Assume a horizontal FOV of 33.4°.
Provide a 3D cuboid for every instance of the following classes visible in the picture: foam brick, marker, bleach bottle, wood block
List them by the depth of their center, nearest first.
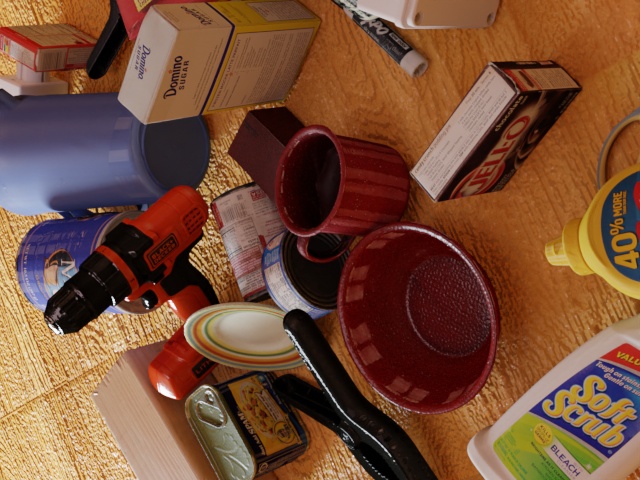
[{"bbox_3d":[0.217,0.107,0.783,0.103,0.067,0.251,50,125,24],"label":"bleach bottle"},{"bbox_3d":[0.045,-0.181,0.902,0.121,0.020,0.020,48,127,24],"label":"marker"},{"bbox_3d":[-0.036,-0.078,0.975,0.078,0.051,0.053,48,126,24],"label":"foam brick"},{"bbox_3d":[-0.139,0.212,1.105,0.206,0.090,0.091,55,128,19],"label":"wood block"}]

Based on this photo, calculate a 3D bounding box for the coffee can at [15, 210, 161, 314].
[{"bbox_3d":[-0.228,0.024,1.089,0.141,0.102,0.103,-3,97,41],"label":"coffee can"}]

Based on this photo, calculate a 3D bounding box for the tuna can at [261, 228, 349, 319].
[{"bbox_3d":[-0.011,0.027,0.952,0.034,0.085,0.086,-30,79,43],"label":"tuna can"}]

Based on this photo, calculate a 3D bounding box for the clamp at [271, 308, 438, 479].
[{"bbox_3d":[0.030,0.166,0.961,0.210,0.036,0.165,47,157,11],"label":"clamp"}]

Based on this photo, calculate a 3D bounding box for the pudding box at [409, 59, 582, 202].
[{"bbox_3d":[0.131,-0.082,0.799,0.039,0.089,0.114,49,127,24],"label":"pudding box"}]

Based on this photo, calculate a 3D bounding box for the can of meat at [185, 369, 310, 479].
[{"bbox_3d":[-0.069,0.180,1.039,0.058,0.083,0.102,-44,70,39],"label":"can of meat"}]

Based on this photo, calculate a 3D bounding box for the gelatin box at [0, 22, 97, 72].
[{"bbox_3d":[-0.289,-0.207,1.148,0.073,0.089,0.030,31,120,34],"label":"gelatin box"}]

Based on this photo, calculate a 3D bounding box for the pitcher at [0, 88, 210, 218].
[{"bbox_3d":[-0.228,-0.084,1.107,0.243,0.149,0.145,1,85,39],"label":"pitcher"}]

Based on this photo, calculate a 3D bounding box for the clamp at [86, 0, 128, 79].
[{"bbox_3d":[-0.196,-0.235,1.092,0.120,0.039,0.171,6,98,30],"label":"clamp"}]

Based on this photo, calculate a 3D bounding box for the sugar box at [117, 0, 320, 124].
[{"bbox_3d":[-0.085,-0.157,0.916,0.048,0.175,0.093,44,125,26],"label":"sugar box"}]

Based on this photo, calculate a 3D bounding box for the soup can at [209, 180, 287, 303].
[{"bbox_3d":[-0.057,0.001,1.000,0.069,0.068,0.102,-27,80,42],"label":"soup can"}]

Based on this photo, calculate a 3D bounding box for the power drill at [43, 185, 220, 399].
[{"bbox_3d":[-0.157,0.065,1.010,0.057,0.184,0.187,28,151,39],"label":"power drill"}]

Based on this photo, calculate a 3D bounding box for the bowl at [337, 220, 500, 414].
[{"bbox_3d":[0.092,0.060,0.888,0.162,0.055,0.162,11,106,40],"label":"bowl"}]

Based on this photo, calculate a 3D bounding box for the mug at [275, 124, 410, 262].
[{"bbox_3d":[0.018,-0.035,0.902,0.093,0.081,0.117,34,111,48],"label":"mug"}]
